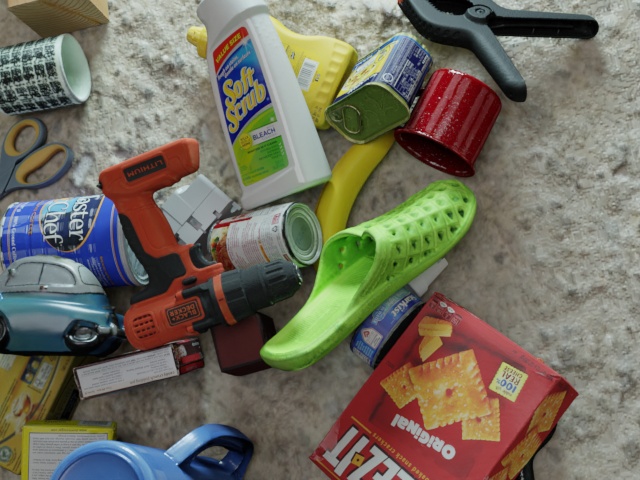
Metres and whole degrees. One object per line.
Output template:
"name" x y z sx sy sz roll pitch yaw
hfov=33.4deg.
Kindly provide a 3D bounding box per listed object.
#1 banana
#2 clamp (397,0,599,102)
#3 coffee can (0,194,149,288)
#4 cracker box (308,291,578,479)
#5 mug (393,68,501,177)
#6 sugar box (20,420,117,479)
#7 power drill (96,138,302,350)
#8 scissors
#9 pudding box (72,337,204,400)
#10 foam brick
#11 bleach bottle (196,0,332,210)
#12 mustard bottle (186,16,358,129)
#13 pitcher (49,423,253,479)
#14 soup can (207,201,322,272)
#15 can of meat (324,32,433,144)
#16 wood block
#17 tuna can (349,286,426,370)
"banana" 0.028 -0.032 1.135 0.069 0.037 0.198 13 84 -14
"clamp" 0.164 -0.218 1.111 0.210 0.036 0.164 24 47 20
"coffee can" -0.259 0.003 1.152 0.140 0.102 0.103 -5 78 11
"cracker box" 0.115 0.179 1.027 0.164 0.072 0.213 36 88 37
"mug" 0.126 -0.126 1.109 0.117 0.093 0.081 21 78 39
"sugar box" -0.256 0.273 1.084 0.093 0.048 0.176 2 91 -4
"power drill" -0.128 -0.002 1.053 0.184 0.057 0.187 -20 85 5
"scissors" -0.382 -0.073 1.239 0.202 0.016 0.096 -25 73 6
"pudding box" -0.188 0.133 1.116 0.113 0.090 0.039 -17 85 10
"foam brick" -0.075 0.108 1.105 0.051 0.078 0.053 -17 78 8
"bleach bottle" -0.075 -0.165 1.118 0.103 0.068 0.251 -20 91 34
"mustard bottle" -0.062 -0.197 1.173 0.192 0.058 0.096 23 94 15
"pitcher" -0.153 0.248 1.007 0.145 0.242 0.149 -8 70 12
"soup can" -0.057 0.001 1.109 0.102 0.068 0.068 -12 75 34
"can of meat" 0.062 -0.158 1.108 0.057 0.102 0.083 40 56 -19
"wood block" -0.312 -0.356 1.243 0.090 0.090 0.206 -11 76 9
"tuna can" 0.068 0.087 1.074 0.034 0.086 0.086 37 88 18
